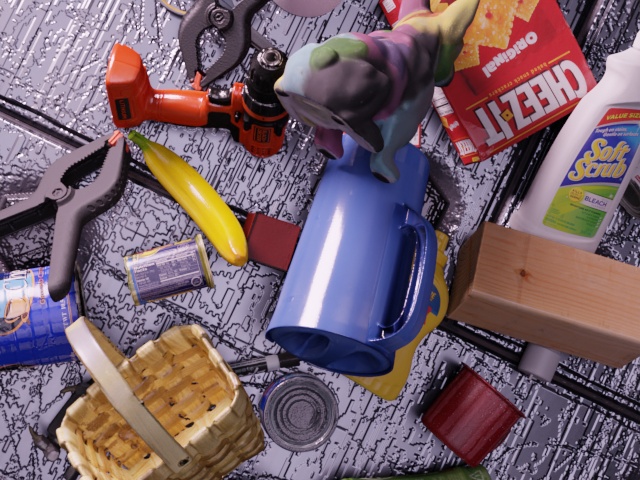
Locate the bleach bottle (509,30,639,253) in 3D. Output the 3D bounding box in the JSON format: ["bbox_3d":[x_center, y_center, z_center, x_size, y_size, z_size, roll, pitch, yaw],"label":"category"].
[{"bbox_3d":[0.302,-0.109,1.167,0.102,0.068,0.251,17,109,-11],"label":"bleach bottle"}]

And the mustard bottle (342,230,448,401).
[{"bbox_3d":[0.086,0.074,1.179,0.096,0.058,0.191,31,85,0],"label":"mustard bottle"}]

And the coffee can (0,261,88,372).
[{"bbox_3d":[-0.312,0.082,1.093,0.140,0.103,0.103,-8,91,-9],"label":"coffee can"}]

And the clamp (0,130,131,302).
[{"bbox_3d":[-0.276,-0.037,1.104,0.165,0.036,0.209,14,55,24],"label":"clamp"}]

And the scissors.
[{"bbox_3d":[-0.088,-0.258,1.172,0.201,0.016,0.096,24,89,-8],"label":"scissors"}]

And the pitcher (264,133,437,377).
[{"bbox_3d":[0.045,0.011,1.105,0.149,0.145,0.242,15,68,3],"label":"pitcher"}]

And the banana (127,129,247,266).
[{"bbox_3d":[-0.131,-0.039,1.123,0.198,0.069,0.037,46,109,21],"label":"banana"}]

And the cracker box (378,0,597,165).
[{"bbox_3d":[0.190,-0.216,1.189,0.164,0.072,0.213,-29,95,-8],"label":"cracker box"}]

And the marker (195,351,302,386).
[{"bbox_3d":[-0.078,0.140,1.173,0.121,0.020,0.020,-11,92,-9],"label":"marker"}]

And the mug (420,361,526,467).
[{"bbox_3d":[0.172,0.201,1.186,0.081,0.093,0.117,-49,133,-1],"label":"mug"}]

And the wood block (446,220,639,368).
[{"bbox_3d":[0.256,0.061,1.171,0.206,0.090,0.090,17,65,-5],"label":"wood block"}]

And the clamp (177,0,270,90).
[{"bbox_3d":[-0.112,-0.248,1.139,0.120,0.039,0.171,31,102,4],"label":"clamp"}]

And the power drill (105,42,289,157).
[{"bbox_3d":[-0.122,-0.150,1.093,0.187,0.184,0.057,11,66,-1],"label":"power drill"}]

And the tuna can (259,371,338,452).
[{"bbox_3d":[-0.023,0.189,1.174,0.086,0.034,0.086,0,90,-9],"label":"tuna can"}]

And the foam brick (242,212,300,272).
[{"bbox_3d":[-0.058,0.001,1.147,0.051,0.078,0.053,18,89,-9],"label":"foam brick"}]

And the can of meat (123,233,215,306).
[{"bbox_3d":[-0.159,0.031,1.119,0.084,0.102,0.057,-15,93,-7],"label":"can of meat"}]
